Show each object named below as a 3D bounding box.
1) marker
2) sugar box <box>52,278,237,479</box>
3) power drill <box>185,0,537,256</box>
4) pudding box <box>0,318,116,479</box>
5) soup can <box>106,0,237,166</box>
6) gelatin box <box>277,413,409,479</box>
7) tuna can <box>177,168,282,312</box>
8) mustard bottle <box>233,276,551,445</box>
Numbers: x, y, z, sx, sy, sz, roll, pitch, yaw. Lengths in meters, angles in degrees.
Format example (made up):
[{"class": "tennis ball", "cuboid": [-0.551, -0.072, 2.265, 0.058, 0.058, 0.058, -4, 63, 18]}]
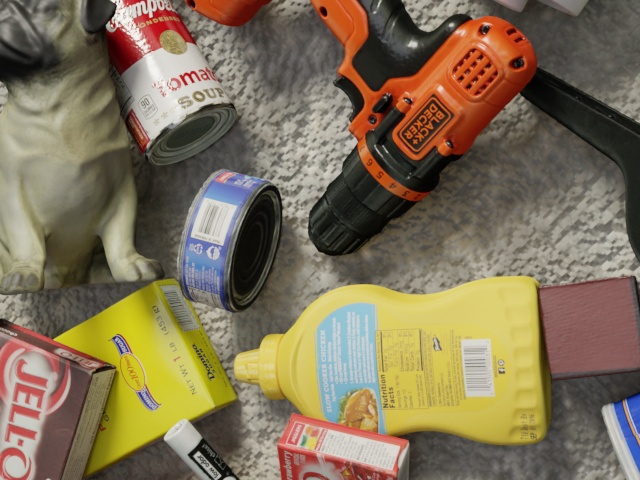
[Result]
[{"class": "marker", "cuboid": [-0.052, 0.162, 0.672, 0.020, 0.020, 0.121, -37, 101, 14]}, {"class": "sugar box", "cuboid": [-0.153, 0.106, 0.713, 0.176, 0.048, 0.093, -30, 81, 14]}, {"class": "power drill", "cuboid": [0.009, -0.104, 0.635, 0.187, 0.057, 0.185, 47, 120, 5]}, {"class": "pudding box", "cuboid": [-0.190, 0.117, 0.681, 0.090, 0.039, 0.113, 19, 98, 18]}, {"class": "soup can", "cuboid": [-0.107, -0.108, 0.689, 0.068, 0.068, 0.102, -34, 78, 14]}, {"class": "gelatin box", "cuboid": [0.015, 0.150, 0.642, 0.073, 0.030, 0.089, 11, 133, 16]}, {"class": "tuna can", "cuboid": [-0.054, 0.001, 0.662, 0.034, 0.086, 0.086, 15, 94, 16]}, {"class": "mustard bottle", "cuboid": [0.039, 0.074, 0.644, 0.192, 0.058, 0.096, -4, 94, 18]}]
